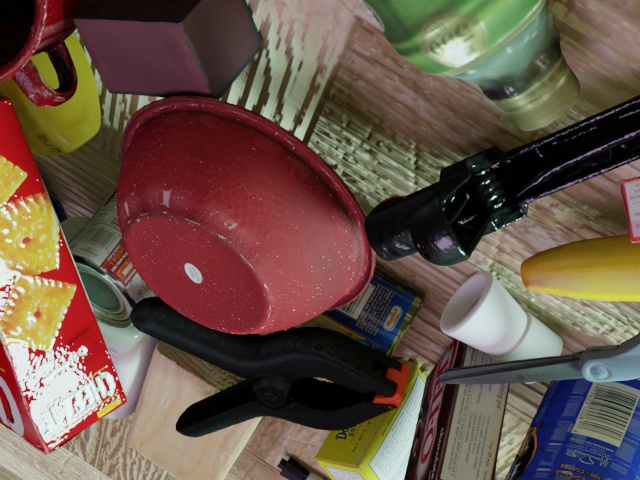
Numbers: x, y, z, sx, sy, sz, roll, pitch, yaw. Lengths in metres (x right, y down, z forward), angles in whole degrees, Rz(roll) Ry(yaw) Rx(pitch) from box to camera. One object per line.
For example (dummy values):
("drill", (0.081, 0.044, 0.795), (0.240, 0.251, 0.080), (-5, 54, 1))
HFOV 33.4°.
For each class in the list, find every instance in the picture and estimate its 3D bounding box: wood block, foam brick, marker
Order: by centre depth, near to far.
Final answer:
("foam brick", (-0.080, -0.111, 0.565), (0.078, 0.053, 0.051), (9, 140, 33))
("wood block", (-0.081, 0.113, 0.827), (0.090, 0.090, 0.206), (33, 148, 3))
("marker", (0.014, 0.234, 0.966), (0.121, 0.020, 0.020), (32, 148, 4))

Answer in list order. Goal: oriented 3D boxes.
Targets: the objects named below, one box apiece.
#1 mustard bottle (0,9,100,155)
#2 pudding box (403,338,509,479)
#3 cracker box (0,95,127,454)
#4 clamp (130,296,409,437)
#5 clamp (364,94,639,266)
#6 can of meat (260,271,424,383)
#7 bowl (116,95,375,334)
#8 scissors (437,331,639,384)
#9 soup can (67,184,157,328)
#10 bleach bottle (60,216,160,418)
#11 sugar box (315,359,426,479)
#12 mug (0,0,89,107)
("mustard bottle", (-0.231, -0.103, 0.704), (0.192, 0.058, 0.096), (3, 126, 40))
("pudding box", (0.084, 0.118, 0.662), (0.039, 0.113, 0.090), (16, 147, -2))
("cracker box", (-0.221, 0.010, 0.664), (0.164, 0.072, 0.214), (18, 131, 45))
("clamp", (-0.031, 0.092, 0.670), (0.171, 0.039, 0.120), (10, 140, 13))
("clamp", (0.069, -0.019, 0.484), (0.210, 0.164, 0.036), (-20, 94, 63))
("can of meat", (0.012, 0.054, 0.696), (0.084, 0.057, 0.102), (29, 147, 6))
("bowl", (-0.054, 0.001, 0.582), (0.162, 0.055, 0.162), (21, 143, 17))
("scissors", (0.156, 0.053, 0.566), (0.202, 0.016, 0.096), (4, 131, 20))
("soup can", (-0.120, -0.001, 0.698), (0.068, 0.102, 0.068), (23, 146, 17))
("bleach bottle", (-0.175, 0.080, 0.830), (0.102, 0.068, 0.251), (34, 150, 3))
("sugar box", (0.071, 0.176, 0.769), (0.048, 0.093, 0.176), (3, 136, 41))
("mug", (-0.166, -0.125, 0.566), (0.093, 0.081, 0.117), (-29, 102, 19))
